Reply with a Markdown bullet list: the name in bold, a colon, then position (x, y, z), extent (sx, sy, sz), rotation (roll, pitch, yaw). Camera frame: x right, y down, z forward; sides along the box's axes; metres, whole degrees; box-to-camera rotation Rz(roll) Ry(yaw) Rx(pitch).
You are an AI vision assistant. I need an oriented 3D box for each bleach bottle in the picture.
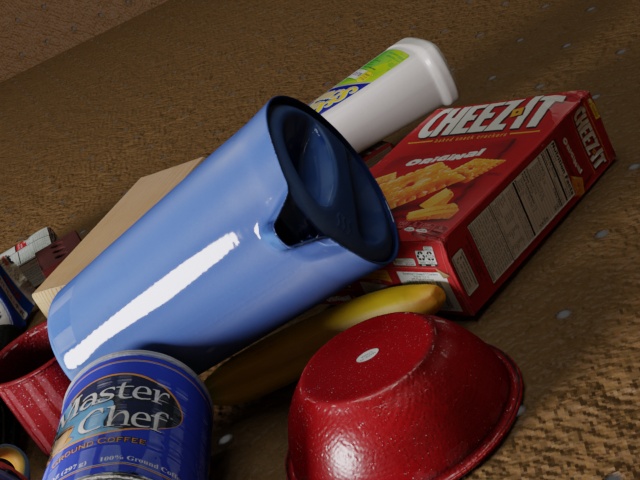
- **bleach bottle**: position (0.006, -0.103, 1.029), extent (0.250, 0.068, 0.103), rotation (-33, 22, -6)

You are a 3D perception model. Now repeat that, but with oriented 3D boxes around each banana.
- **banana**: position (-0.003, 0.077, 0.756), extent (0.198, 0.037, 0.069), rotation (-26, 12, 5)

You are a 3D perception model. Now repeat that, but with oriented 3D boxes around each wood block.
- **wood block**: position (-0.164, 0.017, 1.008), extent (0.091, 0.090, 0.205), rotation (-14, 27, 31)

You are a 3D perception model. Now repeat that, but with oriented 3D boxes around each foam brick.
- **foam brick**: position (-0.269, 0.030, 1.150), extent (0.053, 0.051, 0.078), rotation (-32, 22, -11)

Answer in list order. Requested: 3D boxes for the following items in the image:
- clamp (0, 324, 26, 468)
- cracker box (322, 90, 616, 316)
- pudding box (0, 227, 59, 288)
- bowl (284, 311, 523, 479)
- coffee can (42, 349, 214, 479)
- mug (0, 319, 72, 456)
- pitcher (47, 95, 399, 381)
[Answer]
- **clamp**: position (-0.269, 0.127, 0.913), extent (0.039, 0.120, 0.171), rotation (-14, 2, 6)
- **cracker box**: position (0.102, -0.033, 0.834), extent (0.164, 0.072, 0.213), rotation (1, 35, 48)
- **pudding box**: position (-0.355, 0.036, 1.256), extent (0.113, 0.039, 0.090), rotation (-33, 23, -7)
- **bowl**: position (0.039, 0.093, 0.658), extent (0.162, 0.055, 0.162), rotation (-24, 22, 10)
- **coffee can**: position (-0.119, 0.146, 0.662), extent (0.103, 0.103, 0.140), rotation (-25, 23, 7)
- **mug**: position (-0.197, 0.114, 0.847), extent (0.117, 0.081, 0.093), rotation (-18, 24, 23)
- **pitcher**: position (-0.072, 0.016, 0.756), extent (0.243, 0.149, 0.145), rotation (-35, 56, 24)
